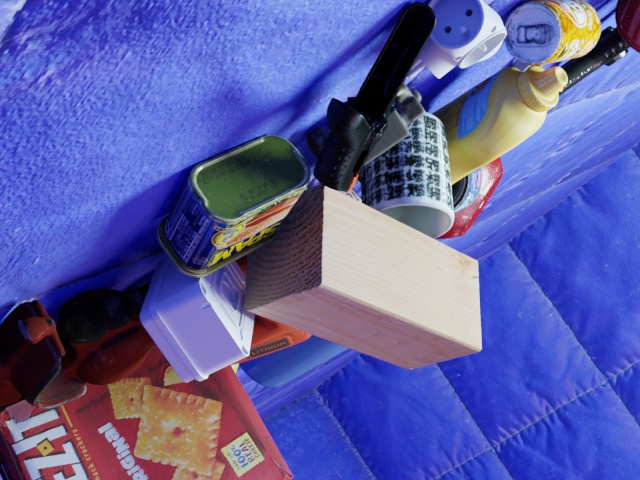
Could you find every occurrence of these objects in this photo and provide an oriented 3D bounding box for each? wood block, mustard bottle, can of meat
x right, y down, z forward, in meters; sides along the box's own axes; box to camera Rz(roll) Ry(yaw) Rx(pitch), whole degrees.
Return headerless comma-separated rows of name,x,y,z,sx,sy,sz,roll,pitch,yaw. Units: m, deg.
wood block,0.041,0.038,0.921,0.090,0.091,0.205,-21,147,39
mustard bottle,0.150,-0.109,0.988,0.192,0.058,0.096,-31,-155,46
can of meat,-0.065,-0.028,0.808,0.101,0.057,0.084,-28,166,-34

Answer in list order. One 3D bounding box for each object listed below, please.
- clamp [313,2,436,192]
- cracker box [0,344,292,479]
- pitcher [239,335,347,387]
clamp,0.035,-0.094,0.773,0.120,0.039,0.171,-48,174,-20
cracker box,-0.156,0.186,0.919,0.213,0.164,0.072,-21,159,-26
pitcher,0.003,0.103,1.430,0.243,0.149,0.144,-37,-178,32
